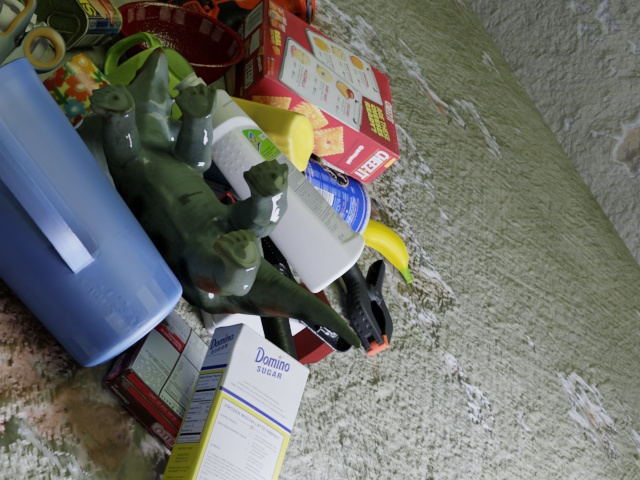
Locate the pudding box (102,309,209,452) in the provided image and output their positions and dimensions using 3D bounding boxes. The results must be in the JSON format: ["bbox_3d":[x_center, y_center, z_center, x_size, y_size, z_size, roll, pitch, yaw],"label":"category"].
[{"bbox_3d":[-0.137,0.120,0.960,0.090,0.039,0.113,50,27,-17],"label":"pudding box"}]

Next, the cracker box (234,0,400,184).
[{"bbox_3d":[-0.006,-0.186,1.341,0.213,0.072,0.164,29,39,-29],"label":"cracker box"}]

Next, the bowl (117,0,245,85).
[{"bbox_3d":[-0.174,-0.227,1.281,0.162,0.055,0.162,15,32,-10],"label":"bowl"}]

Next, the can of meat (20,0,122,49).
[{"bbox_3d":[-0.278,-0.262,1.184,0.102,0.058,0.083,55,22,2],"label":"can of meat"}]

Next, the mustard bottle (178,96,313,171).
[{"bbox_3d":[-0.107,-0.133,1.223,0.096,0.192,0.058,58,50,-70],"label":"mustard bottle"}]

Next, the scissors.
[{"bbox_3d":[-0.295,-0.152,0.985,0.096,0.016,0.201,39,50,-36],"label":"scissors"}]

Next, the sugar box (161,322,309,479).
[{"bbox_3d":[-0.075,0.170,0.918,0.093,0.048,0.176,40,52,-33],"label":"sugar box"}]

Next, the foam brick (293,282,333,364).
[{"bbox_3d":[-0.016,0.094,1.200,0.052,0.051,0.078,3,56,-60],"label":"foam brick"}]

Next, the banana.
[{"bbox_3d":[0.074,0.001,1.505,0.197,0.037,0.070,26,36,-47],"label":"banana"}]

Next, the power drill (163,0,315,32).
[{"bbox_3d":[-0.114,-0.326,1.438,0.057,0.187,0.184,90,-25,-57],"label":"power drill"}]

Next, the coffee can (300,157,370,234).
[{"bbox_3d":[-0.018,-0.049,1.321,0.140,0.103,0.103,20,41,-51],"label":"coffee can"}]

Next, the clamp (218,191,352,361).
[{"bbox_3d":[-0.051,0.048,1.069,0.210,0.036,0.164,56,22,-2],"label":"clamp"}]

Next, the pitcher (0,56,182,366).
[{"bbox_3d":[-0.223,-0.018,0.869,0.243,0.145,0.149,53,33,-9],"label":"pitcher"}]

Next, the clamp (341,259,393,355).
[{"bbox_3d":[0.064,0.073,1.391,0.120,0.039,0.171,18,49,-47],"label":"clamp"}]

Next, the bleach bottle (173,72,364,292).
[{"bbox_3d":[-0.058,-0.067,1.098,0.251,0.068,0.102,51,16,-6],"label":"bleach bottle"}]
